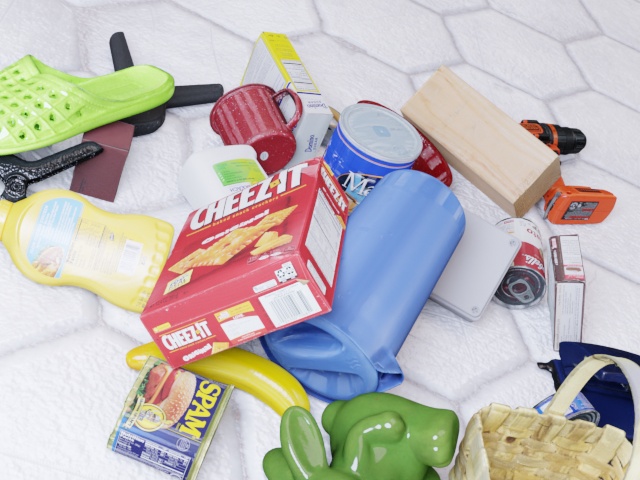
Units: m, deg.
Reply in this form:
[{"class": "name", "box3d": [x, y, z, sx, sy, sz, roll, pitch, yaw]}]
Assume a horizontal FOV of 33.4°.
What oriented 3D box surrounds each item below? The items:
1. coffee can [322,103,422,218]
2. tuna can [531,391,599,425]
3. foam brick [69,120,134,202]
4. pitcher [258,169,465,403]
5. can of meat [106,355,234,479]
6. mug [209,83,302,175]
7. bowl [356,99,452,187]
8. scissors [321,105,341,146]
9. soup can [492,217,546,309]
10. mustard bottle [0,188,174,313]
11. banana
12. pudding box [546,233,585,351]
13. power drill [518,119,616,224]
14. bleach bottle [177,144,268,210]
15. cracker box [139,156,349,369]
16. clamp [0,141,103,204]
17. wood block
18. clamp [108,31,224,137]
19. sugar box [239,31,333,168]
[{"class": "coffee can", "box3d": [0.047, -0.077, 1.272, 0.102, 0.140, 0.103, 16, 38, -13]}, {"class": "tuna can", "box3d": [0.246, 0.193, 1.111, 0.085, 0.086, 0.034, -6, 46, -35]}, {"class": "foam brick", "box3d": [-0.241, -0.091, 1.176, 0.053, 0.078, 0.051, 16, 40, -13]}, {"class": "pitcher", "box3d": [0.042, 0.035, 1.084, 0.149, 0.145, 0.242, 48, 53, -14]}, {"class": "can of meat", "box3d": [-0.134, 0.159, 0.958, 0.084, 0.057, 0.102, 22, 37, 0]}, {"class": "mug", "box3d": [-0.070, -0.138, 1.306, 0.093, 0.117, 0.081, 37, 22, -55]}, {"class": "bowl", "box3d": [0.094, -0.109, 1.388, 0.162, 0.055, 0.162, 33, 26, -19]}, {"class": "scissors", "box3d": [0.040, -0.125, 1.429, 0.202, 0.016, 0.096, 37, 38, 14]}, {"class": "soup can", "box3d": [0.242, 0.027, 1.321, 0.068, 0.069, 0.102, 20, 38, -8]}, {"class": "mustard bottle", "box3d": [-0.248, 0.001, 1.057, 0.191, 0.058, 0.096, 18, 80, -11]}, {"class": "banana", "box3d": [-0.088, 0.132, 1.032, 0.198, 0.037, 0.069, 24, 37, -2]}, {"class": "pudding box", "box3d": [0.292, 0.063, 1.272, 0.039, 0.113, 0.090, -4, 38, 8]}, {"class": "power drill", "box3d": [0.346, -0.103, 1.548, 0.184, 0.057, 0.188, -3, 43, -27]}, {"class": "bleach bottle", "box3d": [-0.058, 0.001, 1.186, 0.102, 0.068, 0.251, -11, 53, -42]}, {"class": "cracker box", "box3d": [-0.066, 0.015, 1.019, 0.072, 0.164, 0.213, 61, 18, -23]}, {"class": "clamp", "box3d": [-0.305, -0.061, 1.099, 0.171, 0.039, 0.120, 15, 70, -14]}, {"class": "wood block", "box3d": [0.219, -0.133, 1.453, 0.206, 0.090, 0.090, 43, 0, 21]}, {"class": "clamp", "box3d": [-0.233, -0.187, 1.327, 0.164, 0.036, 0.209, 31, 38, 6]}, {"class": "sugar box", "box3d": [-0.046, -0.183, 1.385, 0.048, 0.093, 0.176, -2, 46, -32]}]
